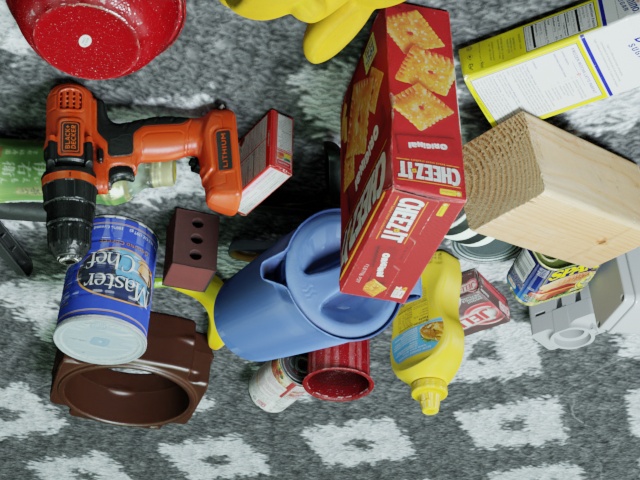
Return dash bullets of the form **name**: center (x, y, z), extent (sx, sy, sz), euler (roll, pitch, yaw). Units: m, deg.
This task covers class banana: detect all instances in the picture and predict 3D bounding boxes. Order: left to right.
- **banana**: center (-0.141, 0.081, 1.340), extent (0.070, 0.037, 0.197), euler (-12, 146, 13)

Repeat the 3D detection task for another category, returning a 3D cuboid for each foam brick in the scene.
- **foam brick**: center (-0.146, 0.011, 1.207), extent (0.053, 0.078, 0.051), euler (11, 144, -17)

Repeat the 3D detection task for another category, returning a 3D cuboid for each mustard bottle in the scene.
- **mustard bottle**: center (0.123, 0.112, 1.240), extent (0.096, 0.191, 0.058), euler (-29, 135, 36)

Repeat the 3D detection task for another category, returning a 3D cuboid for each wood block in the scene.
- **wood block**: center (0.236, -0.044, 1.059), extent (0.205, 0.090, 0.091), euler (15, 145, -43)

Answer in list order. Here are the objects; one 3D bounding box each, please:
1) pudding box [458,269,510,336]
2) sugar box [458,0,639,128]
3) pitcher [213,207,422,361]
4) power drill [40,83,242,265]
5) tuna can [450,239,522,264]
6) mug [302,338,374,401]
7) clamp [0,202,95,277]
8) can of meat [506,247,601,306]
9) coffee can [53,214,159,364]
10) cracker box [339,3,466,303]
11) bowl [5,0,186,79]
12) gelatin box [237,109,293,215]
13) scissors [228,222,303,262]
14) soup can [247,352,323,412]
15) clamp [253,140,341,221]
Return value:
- **pudding box**: center (0.168, 0.086, 1.334), extent (0.114, 0.039, 0.090), euler (-20, 140, 28)
- **sugar box**: center (0.225, -0.163, 0.970), extent (0.176, 0.048, 0.093), euler (-19, 142, 22)
- **pitcher**: center (-0.015, 0.061, 1.145), extent (0.149, 0.144, 0.243), euler (48, 151, -8)
- **power drill**: center (-0.172, -0.064, 1.024), extent (0.187, 0.184, 0.057), euler (1, 158, -15)
- **tuna can**: center (0.188, -0.010, 1.201), extent (0.086, 0.033, 0.086), euler (1, 145, 1)
- **mug**: center (0.031, 0.160, 1.409), extent (0.093, 0.081, 0.117), euler (-22, 139, 30)
- **clamp**: center (-0.378, -0.028, 1.193), extent (0.209, 0.036, 0.165), euler (23, 140, -24)
- **can of meat**: center (0.265, 0.023, 1.189), extent (0.102, 0.057, 0.084), euler (-14, 151, -21)
- **coffee can**: center (-0.243, 0.056, 1.219), extent (0.103, 0.140, 0.103), euler (1, 145, 1)
- **cracker box**: center (0.065, -0.078, 0.950), extent (0.072, 0.213, 0.164), euler (9, 145, -10)
- **bowl**: center (-0.201, -0.192, 0.936), extent (0.162, 0.055, 0.162), euler (1, 145, 1)
- **gelatin box**: center (-0.062, -0.077, 1.079), extent (0.030, 0.073, 0.089), euler (22, 140, -28)
- **scissors**: center (-0.058, 0.001, 1.198), extent (0.096, 0.016, 0.202), euler (12, 161, 1)
- **soup can**: center (-0.049, 0.188, 1.465), extent (0.068, 0.068, 0.102), euler (18, 142, -23)
- **clamp**: center (0.013, -0.046, 1.149), extent (0.120, 0.039, 0.171), euler (-30, 145, 32)
